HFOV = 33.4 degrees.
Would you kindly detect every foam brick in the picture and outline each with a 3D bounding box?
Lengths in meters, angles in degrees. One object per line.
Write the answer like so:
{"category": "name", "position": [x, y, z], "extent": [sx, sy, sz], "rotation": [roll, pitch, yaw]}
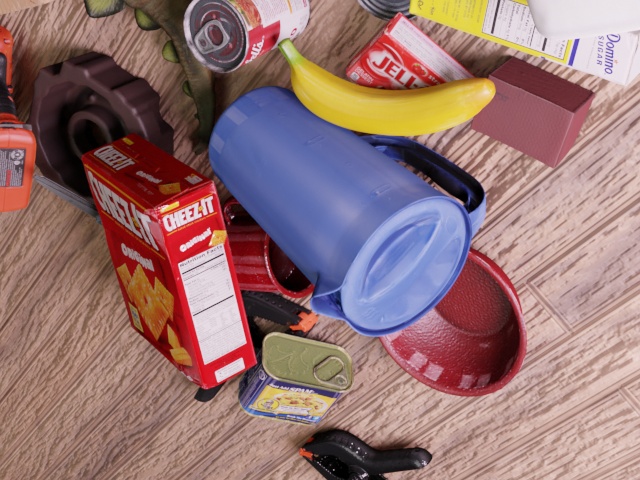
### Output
{"category": "foam brick", "position": [0.170, -0.104, 0.856], "extent": [0.078, 0.051, 0.053], "rotation": [30, 128, 19]}

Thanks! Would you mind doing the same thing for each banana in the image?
{"category": "banana", "position": [0.050, -0.117, 0.880], "extent": [0.198, 0.037, 0.069], "rotation": [15, 144, 26]}

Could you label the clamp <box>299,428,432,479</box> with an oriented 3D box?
{"category": "clamp", "position": [0.053, 0.243, 1.150], "extent": [0.172, 0.039, 0.120], "rotation": [23, 125, 25]}

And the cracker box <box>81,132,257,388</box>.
{"category": "cracker box", "position": [-0.151, 0.021, 1.056], "extent": [0.164, 0.072, 0.214], "rotation": [31, 140, 47]}

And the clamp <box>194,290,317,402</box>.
{"category": "clamp", "position": [-0.091, 0.108, 1.179], "extent": [0.210, 0.036, 0.164], "rotation": [-2, 112, 34]}

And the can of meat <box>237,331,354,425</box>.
{"category": "can of meat", "position": [-0.028, 0.149, 1.121], "extent": [0.102, 0.057, 0.084], "rotation": [14, 137, -19]}

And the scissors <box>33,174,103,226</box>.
{"category": "scissors", "position": [-0.207, -0.023, 1.133], "extent": [0.096, 0.016, 0.201], "rotation": [-8, 149, 21]}

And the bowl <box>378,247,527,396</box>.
{"category": "bowl", "position": [0.125, 0.061, 0.982], "extent": [0.162, 0.055, 0.162], "rotation": [18, 124, 28]}

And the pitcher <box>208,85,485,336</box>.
{"category": "pitcher", "position": [0.015, -0.041, 0.929], "extent": [0.243, 0.149, 0.145], "rotation": [43, 109, 39]}

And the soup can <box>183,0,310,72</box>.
{"category": "soup can", "position": [-0.063, -0.196, 0.940], "extent": [0.069, 0.102, 0.068], "rotation": [18, 124, 28]}

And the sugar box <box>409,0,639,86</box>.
{"category": "sugar box", "position": [0.164, -0.174, 0.793], "extent": [0.176, 0.093, 0.048], "rotation": [22, 126, 24]}

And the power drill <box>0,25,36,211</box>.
{"category": "power drill", "position": [-0.360, -0.118, 1.175], "extent": [0.188, 0.057, 0.185], "rotation": [-118, 33, -41]}

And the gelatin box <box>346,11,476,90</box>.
{"category": "gelatin box", "position": [0.075, -0.138, 0.896], "extent": [0.089, 0.030, 0.073], "rotation": [38, 148, -9]}

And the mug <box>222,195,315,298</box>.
{"category": "mug", "position": [-0.057, 0.001, 1.054], "extent": [0.082, 0.093, 0.117], "rotation": [0, 135, 41]}
